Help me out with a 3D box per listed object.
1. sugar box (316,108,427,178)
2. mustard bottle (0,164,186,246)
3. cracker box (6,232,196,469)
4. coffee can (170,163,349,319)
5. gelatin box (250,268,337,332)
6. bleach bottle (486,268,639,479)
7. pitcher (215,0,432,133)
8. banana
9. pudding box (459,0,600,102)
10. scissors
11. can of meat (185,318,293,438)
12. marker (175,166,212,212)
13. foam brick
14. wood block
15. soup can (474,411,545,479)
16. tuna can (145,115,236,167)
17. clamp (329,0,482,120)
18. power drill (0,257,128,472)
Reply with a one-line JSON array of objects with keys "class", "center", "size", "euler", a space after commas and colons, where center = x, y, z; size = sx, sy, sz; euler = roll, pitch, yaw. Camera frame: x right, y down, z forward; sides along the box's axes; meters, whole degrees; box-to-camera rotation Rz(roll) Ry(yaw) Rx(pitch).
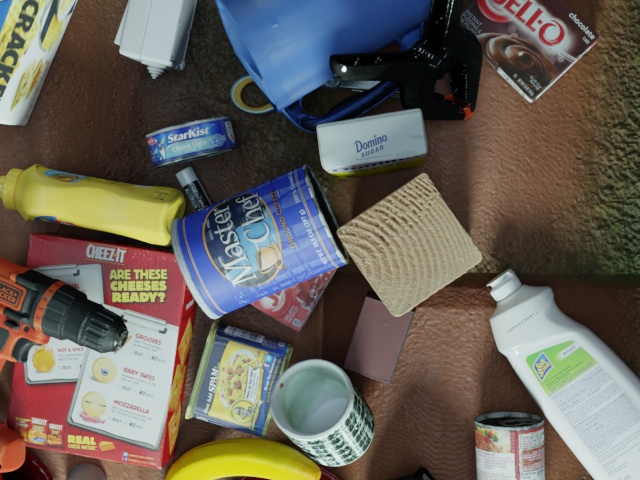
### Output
[{"class": "sugar box", "center": [0.050, -0.086, 0.986], "size": [0.093, 0.176, 0.048], "euler": [-9, 92, 5]}, {"class": "mustard bottle", "center": [-0.235, -0.039, 1.055], "size": [0.191, 0.096, 0.058], "euler": [11, 94, 4]}, {"class": "cracker box", "center": [-0.216, 0.107, 1.074], "size": [0.164, 0.072, 0.214], "euler": [8, 93, 5]}, {"class": "coffee can", "center": [-0.057, 0.001, 1.008], "size": [0.140, 0.102, 0.103], "euler": [-23, 91, 7]}, {"class": "gelatin box", "center": [-0.030, 0.036, 1.073], "size": [0.073, 0.030, 0.089], "euler": [31, 95, 4]}, {"class": "bleach bottle", "center": [0.254, 0.132, 1.038], "size": [0.102, 0.068, 0.251], "euler": [-36, 87, 6]}, {"class": "pitcher", "center": [0.033, -0.223, 1.002], "size": [0.243, 0.149, 0.145], "euler": [-28, 53, -2]}, {"class": "banana", "center": [-0.090, 0.231, 1.067], "size": [0.198, 0.037, 0.069], "euler": [-23, 94, 28]}, {"class": "pudding box", "center": [0.198, -0.203, 1.035], "size": [0.090, 0.039, 0.113], "euler": [-44, 89, 5]}, {"class": "scissors", "center": [-0.004, -0.146, 1.067], "size": [0.202, 0.016, 0.096], "euler": [27, 93, 4]}, {"class": "can of meat", "center": [-0.080, 0.140, 1.071], "size": [0.084, 0.057, 0.102], "euler": [16, 95, 2]}, {"class": "marker", "center": [-0.110, -0.018, 1.083], "size": [0.020, 0.020, 0.121], "euler": [-29, 90, 6]}, {"class": "foam brick", "center": [0.058, 0.096, 1.058], "size": [0.051, 0.053, 0.078], "euler": [18, 95, 4]}, {"class": "wood block", "center": [0.082, -0.002, 0.973], "size": [0.091, 0.206, 0.090], "euler": [-35, 90, 6]}, {"class": "soup can", "center": [0.186, 0.225, 1.046], "size": [0.068, 0.068, 0.102], "euler": [-2, 93, 5]}, {"class": "tuna can", "center": [-0.126, -0.097, 1.047], "size": [0.086, 0.086, 0.034], "euler": [-13, 93, 6]}, {"class": "clamp", "center": [0.092, -0.162, 0.968], "size": [0.164, 0.210, 0.036], "euler": [-43, 57, -7]}, {"class": "power drill", "center": [-0.289, 0.120, 1.018], "size": [0.184, 0.057, 0.188], "euler": [23, 94, 15]}]
